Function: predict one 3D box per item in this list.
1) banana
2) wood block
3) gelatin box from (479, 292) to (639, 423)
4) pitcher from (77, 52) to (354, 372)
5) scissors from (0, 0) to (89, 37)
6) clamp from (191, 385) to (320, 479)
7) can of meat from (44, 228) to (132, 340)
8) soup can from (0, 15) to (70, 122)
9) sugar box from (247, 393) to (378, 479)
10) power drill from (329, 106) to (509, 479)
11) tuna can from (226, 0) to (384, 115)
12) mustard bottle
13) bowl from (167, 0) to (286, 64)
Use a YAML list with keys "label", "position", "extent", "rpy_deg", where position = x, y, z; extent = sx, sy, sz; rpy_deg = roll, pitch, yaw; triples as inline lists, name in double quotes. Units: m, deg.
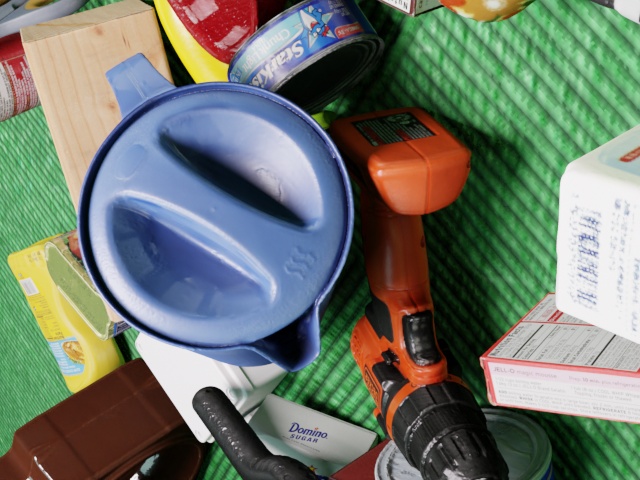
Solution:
- label: "banana"
  position: [-0.062, -0.126, 0.694]
  extent: [0.198, 0.037, 0.070]
  rpy_deg: [50, 125, 15]
- label: "wood block"
  position: [-0.141, -0.059, 0.771]
  extent: [0.091, 0.090, 0.206]
  rpy_deg: [-134, 28, -66]
- label: "gelatin box"
  position: [0.133, 0.055, 0.513]
  extent: [0.089, 0.073, 0.030]
  rpy_deg: [0, 114, 40]
- label: "pitcher"
  position: [-0.054, 0.001, 0.621]
  extent: [0.145, 0.149, 0.243]
  rpy_deg: [12, 169, 3]
- label: "scissors"
  position: [-0.241, -0.149, 0.787]
  extent: [0.096, 0.201, 0.016]
  rpy_deg: [2, 131, 27]
- label: "clamp"
  position: [-0.032, 0.183, 0.739]
  extent: [0.172, 0.039, 0.120]
  rpy_deg: [33, 143, 48]
- label: "can of meat"
  position: [-0.170, 0.025, 0.893]
  extent: [0.102, 0.083, 0.057]
  rpy_deg: [44, 142, 25]
- label: "soup can"
  position: [-0.239, -0.137, 0.855]
  extent: [0.069, 0.102, 0.068]
  rpy_deg: [32, 136, 37]
- label: "sugar box"
  position: [-0.010, 0.206, 0.822]
  extent: [0.093, 0.048, 0.176]
  rpy_deg: [17, 132, 19]
- label: "power drill"
  position: [0.052, 0.033, 0.582]
  extent: [0.184, 0.057, 0.188]
  rpy_deg: [-125, 27, -63]
- label: "tuna can"
  position: [-0.009, -0.099, 0.595]
  extent: [0.034, 0.086, 0.086]
  rpy_deg: [58, 146, 10]
- label: "mustard bottle"
  position: [-0.240, 0.090, 1.052]
  extent: [0.096, 0.058, 0.191]
  rpy_deg: [-12, 102, 54]
- label: "bowl"
  position: [-0.058, -0.185, 0.609]
  extent: [0.162, 0.055, 0.162]
  rpy_deg: [50, 157, 30]
